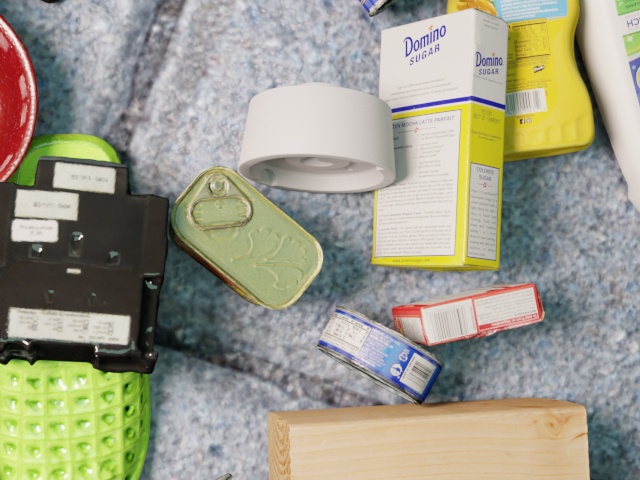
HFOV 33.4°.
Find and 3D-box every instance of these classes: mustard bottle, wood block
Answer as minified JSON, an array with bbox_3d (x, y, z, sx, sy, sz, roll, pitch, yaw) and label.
[{"bbox_3d":[0.143,-0.157,0.789,0.096,0.058,0.191,-7,86,14],"label":"mustard bottle"},{"bbox_3d":[0.072,0.161,0.741,0.206,0.090,0.091,-2,87,-12],"label":"wood block"}]

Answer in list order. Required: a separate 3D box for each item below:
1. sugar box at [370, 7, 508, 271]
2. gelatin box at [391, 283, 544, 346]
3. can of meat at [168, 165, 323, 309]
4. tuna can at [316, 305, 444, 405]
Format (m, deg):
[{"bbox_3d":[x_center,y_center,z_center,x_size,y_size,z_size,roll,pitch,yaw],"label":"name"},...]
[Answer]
[{"bbox_3d":[0.084,-0.067,0.756,0.048,0.094,0.176,10,83,-41],"label":"sugar box"},{"bbox_3d":[0.104,0.053,0.763,0.089,0.073,0.030,-11,89,-13],"label":"gelatin box"},{"bbox_3d":[-0.055,0.001,0.729,0.102,0.084,0.057,39,80,-6],"label":"can of meat"},{"bbox_3d":[0.041,0.080,0.742,0.086,0.086,0.033,30,82,-8],"label":"tuna can"}]
